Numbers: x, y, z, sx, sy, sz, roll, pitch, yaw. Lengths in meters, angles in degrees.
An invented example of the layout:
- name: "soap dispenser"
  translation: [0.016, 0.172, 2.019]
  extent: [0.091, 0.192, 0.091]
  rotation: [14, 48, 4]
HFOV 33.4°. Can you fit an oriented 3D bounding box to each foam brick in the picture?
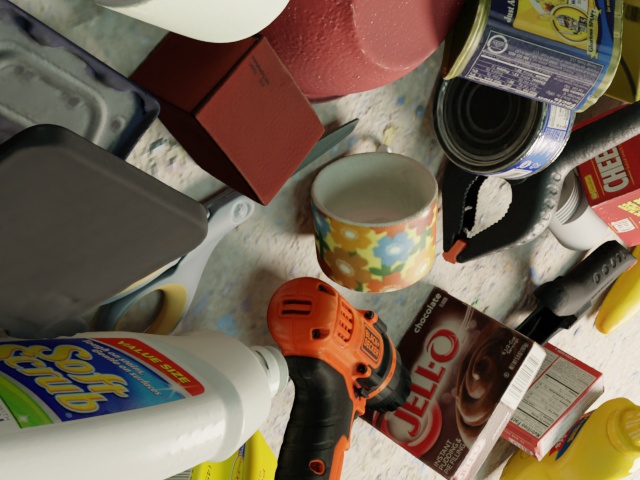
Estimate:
- name: "foam brick"
  translation: [-0.044, -0.065, 0.523]
  extent: [0.053, 0.051, 0.078]
  rotation: [-51, 142, -12]

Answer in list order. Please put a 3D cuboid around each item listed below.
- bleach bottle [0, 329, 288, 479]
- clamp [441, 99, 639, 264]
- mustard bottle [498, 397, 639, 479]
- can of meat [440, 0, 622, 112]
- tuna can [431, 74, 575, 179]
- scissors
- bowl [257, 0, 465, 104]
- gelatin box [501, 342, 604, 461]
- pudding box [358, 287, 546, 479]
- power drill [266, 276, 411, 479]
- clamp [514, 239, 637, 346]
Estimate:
- name: "bleach bottle"
  translation: [-0.118, 0.079, 0.498]
  extent: [0.250, 0.103, 0.068]
  rotation: [-8, 123, -47]
- name: "clamp"
  translation: [0.138, -0.052, 0.687]
  extent: [0.039, 0.120, 0.172]
  rotation: [-6, 122, -51]
- name: "mustard bottle"
  translation: [0.226, 0.178, 0.902]
  extent: [0.096, 0.058, 0.192]
  rotation: [-35, 171, -29]
- name: "can of meat"
  translation: [0.120, -0.128, 0.600]
  extent: [0.057, 0.084, 0.102]
  rotation: [118, -15, -59]
- name: "tuna can"
  translation: [0.111, -0.081, 0.657]
  extent: [0.033, 0.086, 0.086]
  rotation: [2, 112, -47]
- name: "scissors"
  translation: [-0.054, 0.001, 0.585]
  extent: [0.201, 0.016, 0.096]
  rotation: [-24, 132, -37]
- name: "bowl"
  translation: [0.030, -0.140, 0.553]
  extent: [0.161, 0.055, 0.162]
  rotation: [-27, 132, -35]
- name: "gelatin box"
  translation: [0.178, 0.128, 0.879]
  extent: [0.089, 0.073, 0.030]
  rotation: [-41, 138, -23]
- name: "pudding box"
  translation: [0.093, 0.103, 0.755]
  extent: [0.113, 0.090, 0.039]
  rotation: [-57, 144, -5]
- name: "power drill"
  translation: [0.008, 0.134, 0.652]
  extent: [0.184, 0.057, 0.187]
  rotation: [46, 47, -57]
- name: "clamp"
  translation: [0.188, 0.058, 0.857]
  extent: [0.209, 0.036, 0.165]
  rotation: [-28, 158, -47]
